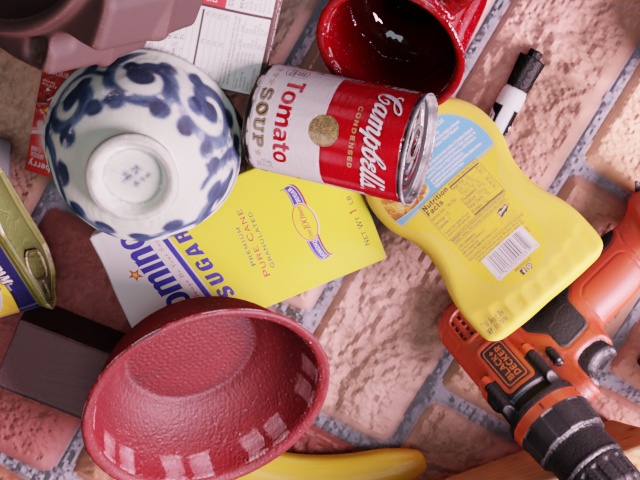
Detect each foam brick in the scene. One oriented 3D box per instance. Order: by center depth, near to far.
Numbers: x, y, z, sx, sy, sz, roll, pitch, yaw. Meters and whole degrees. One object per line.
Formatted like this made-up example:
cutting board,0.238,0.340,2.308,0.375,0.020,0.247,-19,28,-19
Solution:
foam brick,-0.173,0.082,0.726,0.078,0.053,0.051,23,101,-7

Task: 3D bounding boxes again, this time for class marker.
marker,0.117,-0.073,0.720,0.020,0.020,0.121,26,100,-8

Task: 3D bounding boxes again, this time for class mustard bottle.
mustard bottle,0.083,-0.035,0.687,0.096,0.058,0.192,-42,77,7

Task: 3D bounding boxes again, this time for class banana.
banana,-0.026,0.155,0.756,0.197,0.037,0.070,19,103,-6

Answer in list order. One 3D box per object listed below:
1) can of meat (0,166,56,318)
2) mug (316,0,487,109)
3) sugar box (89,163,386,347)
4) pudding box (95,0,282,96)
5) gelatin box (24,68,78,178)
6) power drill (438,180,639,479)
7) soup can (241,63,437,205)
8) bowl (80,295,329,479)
can of meat,-0.225,0.010,0.673,0.084,0.057,0.102,-17,138,0
mug,0.062,-0.144,0.648,0.093,0.081,0.117,41,141,-18
sugar box,-0.055,0.001,0.716,0.176,0.048,0.093,-24,102,2
pudding box,-0.082,-0.142,0.650,0.113,0.039,0.090,12,110,-6
gelatin box,-0.142,-0.070,0.691,0.089,0.030,0.073,18,106,12
power drill,0.192,0.063,0.688,0.187,0.185,0.057,-39,143,0
soup can,0.012,-0.065,0.643,0.102,0.068,0.068,14,103,17
bowl,-0.078,0.089,0.690,0.162,0.055,0.162,-12,131,-14
